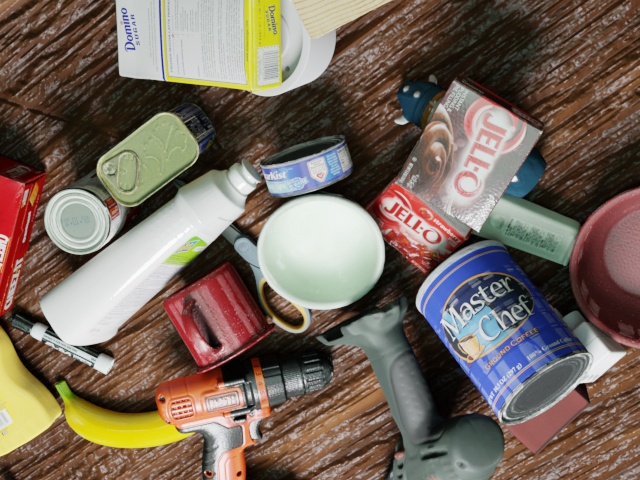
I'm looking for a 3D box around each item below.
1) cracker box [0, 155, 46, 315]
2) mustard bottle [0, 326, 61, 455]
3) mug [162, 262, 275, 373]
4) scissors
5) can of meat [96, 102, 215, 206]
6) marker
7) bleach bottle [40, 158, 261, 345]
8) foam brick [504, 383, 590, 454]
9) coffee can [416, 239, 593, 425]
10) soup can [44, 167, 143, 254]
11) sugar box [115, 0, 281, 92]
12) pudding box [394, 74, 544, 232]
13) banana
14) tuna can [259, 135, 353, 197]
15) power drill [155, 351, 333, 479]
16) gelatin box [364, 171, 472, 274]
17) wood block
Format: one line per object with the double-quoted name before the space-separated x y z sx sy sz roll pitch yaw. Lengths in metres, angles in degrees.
"cracker box" -0.409 -0.028 1.104 0.213 0.072 0.164 20 108 3
"mustard bottle" -0.370 0.135 1.151 0.096 0.058 0.191 -30 99 22
"mug" -0.108 0.078 1.063 0.093 0.117 0.081 -29 94 20
"scissors" -0.057 0.001 1.082 0.096 0.016 0.201 -30 99 14
"can of meat" -0.156 -0.086 1.038 0.102 0.084 0.057 -35 98 17
"marker" -0.280 0.109 1.149 0.121 0.020 0.020 26 108 1
"bleach bottle" -0.158 0.007 1.058 0.251 0.102 0.068 -38 81 15
"foam brick" 0.221 0.161 1.062 0.051 0.053 0.078 40 107 -3
"coffee can" 0.169 0.084 0.990 0.103 0.102 0.140 -45 58 18
"soup can" -0.223 -0.031 1.055 0.068 0.102 0.068 2 106 8
"sugar box" -0.114 -0.192 0.982 0.177 0.048 0.093 14 111 39
"pudding box" 0.133 -0.078 0.956 0.090 0.039 0.114 31 116 5
"banana" -0.193 0.190 1.148 0.198 0.037 0.069 1 106 9
"tuna can" -0.013 -0.071 1.017 0.086 0.086 0.034 -15 104 13
"power drill" -0.066 0.211 1.113 0.184 0.057 0.187 -11 107 -5
"gelatin box" 0.092 -0.019 1.027 0.089 0.030 0.073 40 139 -3
"wood block" 0.027 -0.237 0.899 0.090 0.206 0.091 -24 100 15
